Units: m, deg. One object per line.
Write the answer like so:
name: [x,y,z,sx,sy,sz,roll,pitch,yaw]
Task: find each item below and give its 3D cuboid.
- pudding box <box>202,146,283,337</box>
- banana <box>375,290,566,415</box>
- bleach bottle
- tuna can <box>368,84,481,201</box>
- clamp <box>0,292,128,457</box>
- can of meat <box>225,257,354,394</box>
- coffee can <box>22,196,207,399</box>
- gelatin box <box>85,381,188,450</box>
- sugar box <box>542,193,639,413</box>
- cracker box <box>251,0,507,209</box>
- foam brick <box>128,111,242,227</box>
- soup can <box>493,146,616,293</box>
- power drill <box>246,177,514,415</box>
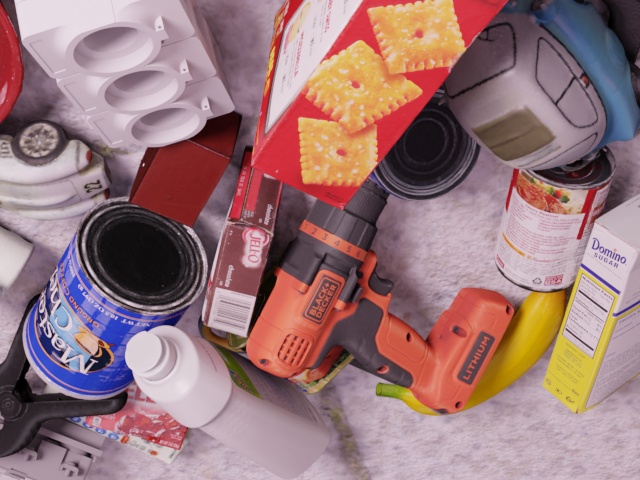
pudding box: [-0.055,0.001,0.793,0.039,0.090,0.114,15,132,-5]
banana: [0.138,0.099,0.887,0.069,0.037,0.198,28,127,-36]
bleach bottle: [-0.079,0.116,0.826,0.068,0.103,0.250,-46,148,-1]
tuna can: [0.066,-0.071,0.728,0.086,0.034,0.086,-6,111,-16]
clamp: [-0.252,0.140,0.920,0.171,0.039,0.120,-44,86,13]
can of meat: [-0.011,0.064,0.854,0.083,0.057,0.102,38,106,-27]
coffee can: [-0.161,0.047,0.826,0.102,0.102,0.141,25,137,-15]
gelatin box: [-0.155,0.138,0.947,0.089,0.030,0.073,18,104,-11]
sugar box: [0.227,0.044,0.799,0.093,0.048,0.176,-26,138,-31]
cracker box: [0.045,-0.147,0.602,0.072,0.164,0.214,25,129,-18]
foam brick: [-0.098,-0.059,0.770,0.051,0.053,0.078,24,129,-14]
soup can: [0.165,-0.021,0.763,0.068,0.068,0.102,6,132,1]
power drill: [0.055,0.039,0.805,0.187,0.057,0.184,27,93,-27]
